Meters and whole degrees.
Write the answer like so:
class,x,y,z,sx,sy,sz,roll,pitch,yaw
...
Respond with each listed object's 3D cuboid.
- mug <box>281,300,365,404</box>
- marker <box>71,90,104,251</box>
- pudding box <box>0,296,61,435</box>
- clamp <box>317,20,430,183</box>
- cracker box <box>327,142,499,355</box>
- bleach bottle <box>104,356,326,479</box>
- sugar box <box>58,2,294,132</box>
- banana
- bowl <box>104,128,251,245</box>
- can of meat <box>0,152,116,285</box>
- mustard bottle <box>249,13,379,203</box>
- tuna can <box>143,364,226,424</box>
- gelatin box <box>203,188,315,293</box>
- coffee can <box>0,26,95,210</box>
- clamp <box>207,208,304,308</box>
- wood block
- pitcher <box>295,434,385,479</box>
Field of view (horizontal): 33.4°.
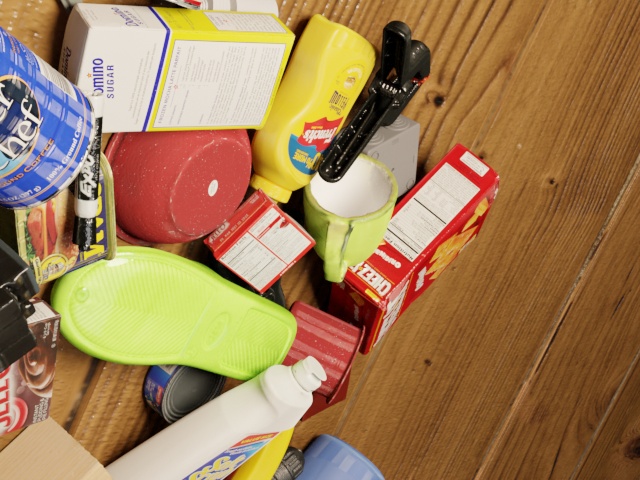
class,x,y,z,sx,sy,sz,roll,pitch,yaw
mug,-0.006,0.111,1.155,0.117,0.081,0.093,-68,-175,-61
marker,-0.172,-0.050,0.790,0.020,0.020,0.121,-15,119,-46
pudding box,-0.265,0.109,0.876,0.089,0.039,0.113,-17,128,-45
clamp,0.063,-0.140,1.047,0.165,0.036,0.209,-61,171,18
cracker box,0.104,0.014,1.208,0.213,0.072,0.164,-46,165,-20
bleach bottle,-0.103,0.192,1.037,0.251,0.068,0.102,-37,151,15
sugar box,-0.114,-0.133,0.833,0.175,0.048,0.093,-3,129,-33
banana,-0.067,0.220,1.123,0.069,0.037,0.198,10,106,-40
bowl,-0.112,-0.057,0.929,0.161,0.055,0.162,-33,139,-34
can of meat,-0.211,-0.019,0.831,0.083,0.058,0.102,-25,133,-36
mustard bottle,-0.017,-0.111,1.007,0.192,0.058,0.096,-63,155,7
tuna can,-0.136,0.141,1.074,0.086,0.034,0.086,-32,138,-34
gelatin box,-0.057,0.001,1.000,0.073,0.030,0.089,-44,142,3
coffee can,-0.231,-0.094,0.703,0.103,0.103,0.140,-56,147,-5
clamp,-0.060,0.048,1.096,0.120,0.039,0.171,-30,140,-28
wood block,-0.279,0.266,0.936,0.206,0.091,0.090,-45,144,-21
pitcher,-0.025,0.361,1.298,0.242,0.149,0.145,-51,146,-18
